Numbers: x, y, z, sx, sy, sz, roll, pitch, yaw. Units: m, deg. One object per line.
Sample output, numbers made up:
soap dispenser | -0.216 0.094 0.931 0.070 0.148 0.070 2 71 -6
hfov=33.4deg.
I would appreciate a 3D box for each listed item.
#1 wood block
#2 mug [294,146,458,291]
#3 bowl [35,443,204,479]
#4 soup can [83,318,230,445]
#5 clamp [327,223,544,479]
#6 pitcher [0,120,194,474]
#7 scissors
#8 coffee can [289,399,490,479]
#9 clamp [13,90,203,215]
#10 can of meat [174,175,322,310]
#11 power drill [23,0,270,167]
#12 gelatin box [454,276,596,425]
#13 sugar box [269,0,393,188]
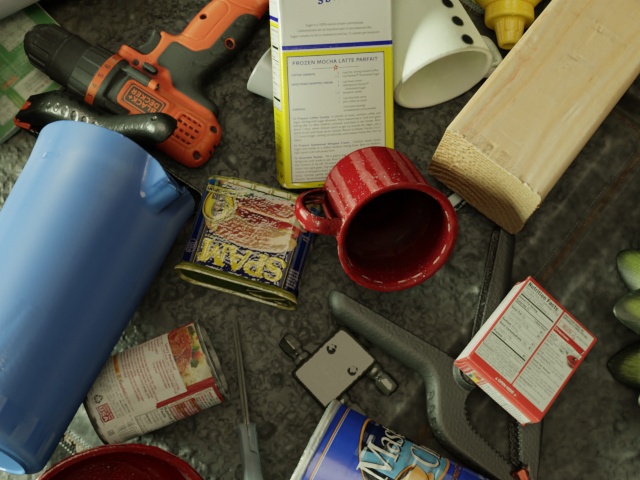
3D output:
wood block | 0.186 -0.118 0.843 0.090 0.091 0.206 38 73 8
mug | 0.037 -0.021 0.817 0.117 0.081 0.093 -1 120 -15
bowl | -0.158 0.217 0.797 0.162 0.055 0.162 -5 104 -19
soup can | -0.129 0.112 0.832 0.102 0.068 0.068 -22 78 -2
clamp | 0.106 0.102 0.837 0.164 0.036 0.210 -15 80 -11
pitcher | -0.207 0.043 0.794 0.145 0.149 0.242 23 63 1
scissors | -0.056 0.170 0.835 0.016 0.096 0.202 -4 46 -9
coffee can | 0.049 0.195 0.790 0.140 0.103 0.103 26 80 7
clamp | -0.172 -0.084 0.854 0.171 0.120 0.039 22 58 10
can of meat | -0.056 0.001 0.859 0.102 0.057 0.084 16 76 5
power drill | -0.130 -0.178 0.896 0.184 0.057 0.187 33 84 0
gelatin box | 0.158 0.084 0.817 0.073 0.030 0.089 42 68 -2
sugar box | 0.009 -0.132 0.846 0.093 0.048 0.176 -4 104 -12
